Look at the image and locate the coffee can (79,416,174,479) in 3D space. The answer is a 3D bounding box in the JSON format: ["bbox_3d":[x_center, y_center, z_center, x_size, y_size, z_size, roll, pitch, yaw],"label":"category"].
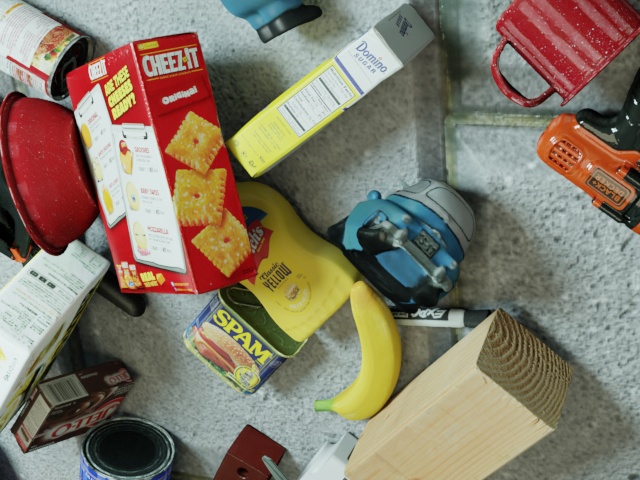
[{"bbox_3d":[-0.222,0.285,1.200,0.103,0.102,0.140,20,121,14],"label":"coffee can"}]

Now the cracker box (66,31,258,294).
[{"bbox_3d":[-0.143,-0.062,0.947,0.164,0.072,0.214,-4,101,57],"label":"cracker box"}]

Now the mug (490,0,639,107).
[{"bbox_3d":[0.178,-0.153,0.802,0.117,0.093,0.081,-45,87,6],"label":"mug"}]

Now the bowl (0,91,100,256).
[{"bbox_3d":[-0.245,-0.069,1.014,0.055,0.162,0.162,-13,110,5],"label":"bowl"}]

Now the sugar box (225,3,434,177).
[{"bbox_3d":[0.007,-0.126,0.896,0.176,0.093,0.048,-37,97,33],"label":"sugar box"}]

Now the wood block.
[{"bbox_3d":[0.123,0.167,0.980,0.091,0.090,0.206,40,129,-4],"label":"wood block"}]

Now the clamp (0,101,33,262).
[{"bbox_3d":[-0.340,-0.053,1.059,0.120,0.039,0.171,-2,120,13],"label":"clamp"}]

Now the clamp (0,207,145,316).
[{"bbox_3d":[-0.298,0.013,1.136,0.165,0.036,0.210,-20,109,30],"label":"clamp"}]

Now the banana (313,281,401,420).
[{"bbox_3d":[0.043,0.117,1.018,0.069,0.037,0.198,12,133,-4],"label":"banana"}]

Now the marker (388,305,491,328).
[{"bbox_3d":[0.104,0.072,0.996,0.121,0.020,0.020,1,115,24],"label":"marker"}]

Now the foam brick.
[{"bbox_3d":[-0.080,0.250,1.149,0.053,0.051,0.078,30,123,7],"label":"foam brick"}]

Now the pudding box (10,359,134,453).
[{"bbox_3d":[-0.269,0.180,1.162,0.039,0.113,0.090,52,127,23],"label":"pudding box"}]

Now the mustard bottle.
[{"bbox_3d":[-0.057,0.001,1.010,0.191,0.058,0.096,43,123,-1],"label":"mustard bottle"}]

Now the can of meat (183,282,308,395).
[{"bbox_3d":[-0.077,0.095,1.068,0.102,0.057,0.084,42,127,0],"label":"can of meat"}]

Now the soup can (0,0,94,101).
[{"bbox_3d":[-0.276,-0.185,1.008,0.102,0.068,0.069,30,123,8],"label":"soup can"}]
